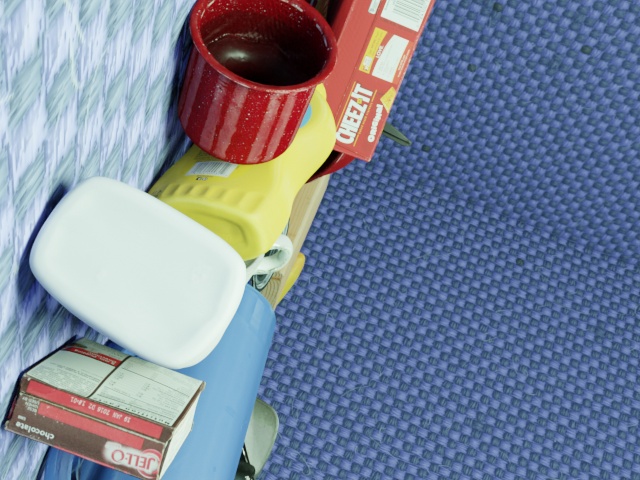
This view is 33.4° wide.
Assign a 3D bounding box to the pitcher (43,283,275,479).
[{"bbox_3d":[-0.121,0.138,0.821,0.149,0.145,0.242,-50,-162,55],"label":"pitcher"}]

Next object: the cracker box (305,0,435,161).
[{"bbox_3d":[0.014,-0.174,0.923,0.164,0.072,0.214,-68,-160,11],"label":"cracker box"}]

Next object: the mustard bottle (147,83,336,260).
[{"bbox_3d":[-0.043,-0.066,0.757,0.191,0.096,0.058,-60,142,-41],"label":"mustard bottle"}]

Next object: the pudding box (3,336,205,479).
[{"bbox_3d":[-0.121,0.096,0.625,0.113,0.090,0.039,-60,171,-82],"label":"pudding box"}]

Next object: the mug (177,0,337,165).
[{"bbox_3d":[-0.045,-0.112,0.686,0.082,0.093,0.117,116,-21,-51],"label":"mug"}]

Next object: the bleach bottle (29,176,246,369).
[{"bbox_3d":[-0.092,0.038,0.614,0.068,0.102,0.251,-57,175,-12],"label":"bleach bottle"}]
